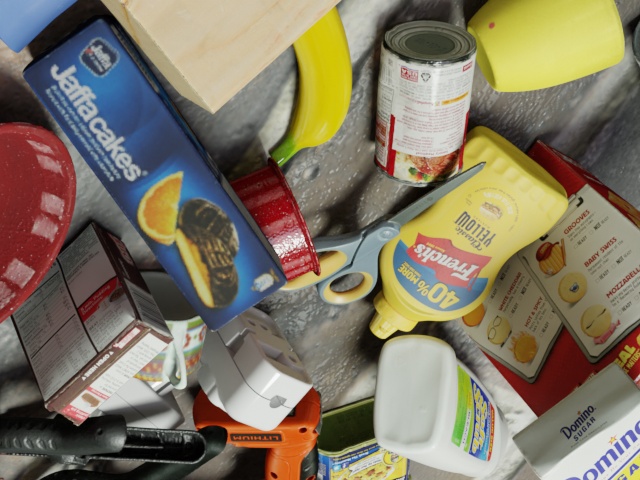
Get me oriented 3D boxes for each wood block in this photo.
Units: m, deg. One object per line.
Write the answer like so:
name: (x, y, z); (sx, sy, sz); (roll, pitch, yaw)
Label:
wood block: (-0.023, -0.179, 0.612); (0.206, 0.091, 0.090); (-42, 115, -5)

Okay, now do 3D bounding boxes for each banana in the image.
banana: (-0.015, -0.133, 0.720); (0.069, 0.037, 0.198); (-23, 132, -12)

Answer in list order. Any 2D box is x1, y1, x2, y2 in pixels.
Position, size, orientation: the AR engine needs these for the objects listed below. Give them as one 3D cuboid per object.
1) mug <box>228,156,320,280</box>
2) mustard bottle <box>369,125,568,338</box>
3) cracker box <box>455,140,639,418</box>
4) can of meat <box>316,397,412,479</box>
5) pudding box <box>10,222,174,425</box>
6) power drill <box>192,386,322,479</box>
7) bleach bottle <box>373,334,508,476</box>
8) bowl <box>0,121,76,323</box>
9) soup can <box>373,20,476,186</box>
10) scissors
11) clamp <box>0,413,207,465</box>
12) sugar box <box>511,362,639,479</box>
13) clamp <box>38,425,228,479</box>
mug: (-0.055, 0.001, 0.776); (0.081, 0.093, 0.117); (-23, 168, -6)
mustard bottle: (0.104, 0.007, 0.865); (0.096, 0.058, 0.192); (36, 112, -7)
cracker box: (0.206, 0.046, 0.862); (0.072, 0.214, 0.164); (21, 112, -41)
can of meat: (0.035, 0.199, 0.991); (0.102, 0.057, 0.084); (-16, 128, -20)
pudding box: (-0.160, 0.054, 0.729); (0.090, 0.114, 0.039); (-42, 135, 7)
power drill: (-0.062, 0.210, 0.923); (0.184, 0.057, 0.188); (-4, 124, 1)
bleach bottle: (0.125, 0.161, 0.981); (0.250, 0.068, 0.102); (33, 61, -60)
bowl: (-0.227, -0.011, 0.655); (0.162, 0.055, 0.162); (-46, 155, -30)
soup can: (0.075, -0.100, 0.776); (0.068, 0.069, 0.102); (-14, 129, -20)
scissors: (0.054, 0.002, 0.823); (0.202, 0.016, 0.096); (-23, 142, 22)
clamp: (-0.180, 0.142, 0.768); (0.172, 0.039, 0.120); (-3, 158, 15)
sugar box: (0.217, 0.170, 0.783); (0.093, 0.048, 0.176); (-38, 134, 4)
clamp: (-0.158, 0.225, 0.869); (0.210, 0.036, 0.164); (-12, 128, 5)
